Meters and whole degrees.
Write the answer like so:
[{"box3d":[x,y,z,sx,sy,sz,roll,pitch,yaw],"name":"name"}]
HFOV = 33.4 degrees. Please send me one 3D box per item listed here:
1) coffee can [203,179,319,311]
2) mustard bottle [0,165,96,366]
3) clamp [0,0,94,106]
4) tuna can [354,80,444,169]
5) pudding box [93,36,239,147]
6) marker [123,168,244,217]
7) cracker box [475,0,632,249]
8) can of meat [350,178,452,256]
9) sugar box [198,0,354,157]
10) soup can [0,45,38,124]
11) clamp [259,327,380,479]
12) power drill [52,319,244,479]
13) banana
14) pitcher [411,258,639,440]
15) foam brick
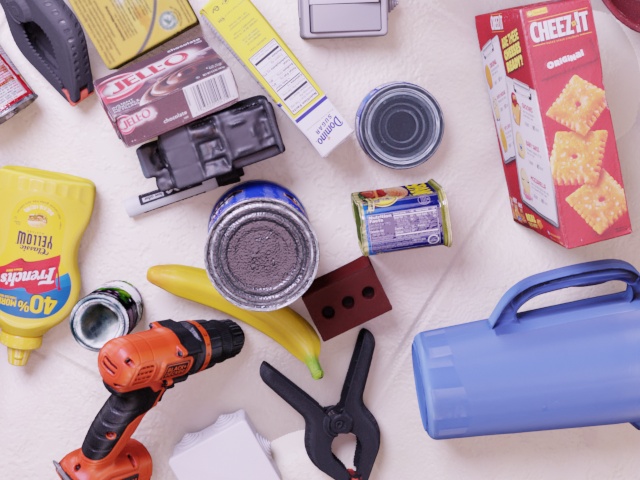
[{"box3d":[-0.057,0.001,1.002,0.102,0.140,0.103,-1,100,-4],"name":"coffee can"},{"box3d":[-0.279,0.028,1.033,0.096,0.058,0.192,10,99,-11],"name":"mustard bottle"},{"box3d":[-0.273,-0.221,0.976,0.036,0.165,0.210,-42,125,-33],"name":"clamp"},{"box3d":[0.078,-0.113,1.046,0.086,0.034,0.086,-1,100,-4],"name":"tuna can"},{"box3d":[-0.139,-0.134,0.953,0.113,0.090,0.039,-23,126,-11],"name":"pudding box"},{"box3d":[-0.133,-0.050,1.049,0.121,0.020,0.020,-18,101,-1],"name":"marker"},{"box3d":[0.214,-0.113,0.990,0.072,0.164,0.214,-13,101,-4],"name":"cracker box"},{"box3d":[0.076,-0.022,1.029,0.084,0.102,0.057,-9,101,-1],"name":"can of meat"},{"box3d":[-0.041,-0.160,1.000,0.048,0.093,0.176,-42,101,4],"name":"sugar box"},{"box3d":[-0.321,-0.158,0.992,0.068,0.068,0.102,-34,100,2],"name":"soup can"},{"box3d":[0.005,0.179,1.090,0.120,0.039,0.171,-8,101,-1],"name":"clamp"},{"box3d":[-0.166,0.157,1.032,0.057,0.184,0.188,39,113,27],"name":"power drill"},{"box3d":[-0.075,0.067,1.050,0.198,0.069,0.037,29,103,1],"name":"banana"},{"box3d":[0.215,0.118,1.051,0.243,0.145,0.149,-8,69,0],"name":"pitcher"},{"box3d":[0.025,0.057,1.063,0.078,0.051,0.053,-27,101,0],"name":"foam brick"}]
